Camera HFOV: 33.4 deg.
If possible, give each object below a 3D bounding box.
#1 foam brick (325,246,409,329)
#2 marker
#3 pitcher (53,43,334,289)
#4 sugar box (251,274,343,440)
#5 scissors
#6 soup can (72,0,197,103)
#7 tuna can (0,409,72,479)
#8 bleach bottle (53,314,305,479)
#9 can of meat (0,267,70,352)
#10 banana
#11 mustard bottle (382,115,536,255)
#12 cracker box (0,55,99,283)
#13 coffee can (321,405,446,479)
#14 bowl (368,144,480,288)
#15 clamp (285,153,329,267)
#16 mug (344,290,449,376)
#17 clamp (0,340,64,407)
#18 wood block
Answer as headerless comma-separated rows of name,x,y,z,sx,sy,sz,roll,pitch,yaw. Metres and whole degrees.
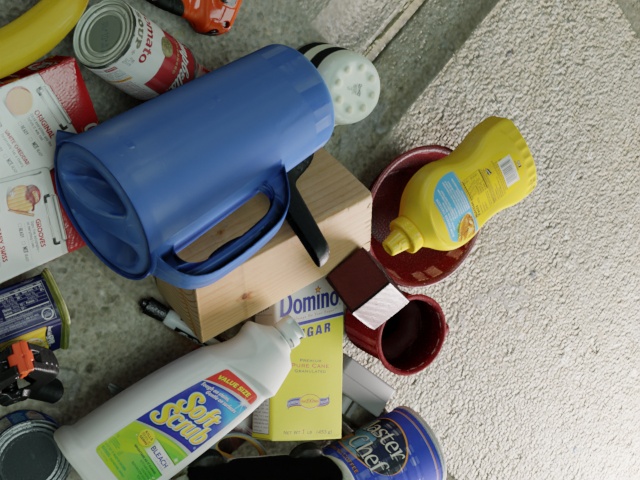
foam brick,0.050,0.051,1.111,0.051,0.053,0.078,-39,155,4
marker,-0.128,0.092,1.081,0.121,0.020,0.020,31,85,-9
pitcher,-0.097,-0.072,0.942,0.242,0.145,0.149,-35,117,-31
sugar box,-0.023,0.121,1.133,0.093,0.048,0.176,5,85,-36
scissors,-0.143,0.216,1.083,0.201,0.016,0.096,23,85,-31
soup can,-0.167,-0.168,0.966,0.102,0.069,0.068,30,85,-60
tuna can,-0.285,0.208,1.032,0.086,0.034,0.086,-8,106,-30
bleach bottle,-0.125,0.151,1.033,0.250,0.068,0.102,-37,114,-14
can of meat,-0.277,0.078,0.966,0.083,0.102,0.057,-22,73,-23
banana,-0.280,-0.170,0.902,0.197,0.037,0.069,-18,98,-11
mustard bottle,0.143,-0.045,1.145,0.191,0.058,0.096,-37,120,-18
cracker box,-0.294,-0.050,0.939,0.213,0.072,0.164,-27,115,-24
coffee can,0.058,0.263,1.212,0.140,0.103,0.103,-24,113,-24
bowl,0.103,-0.030,1.194,0.161,0.055,0.162,-8,106,-30
clamp,-0.050,-0.062,1.037,0.036,0.164,0.209,90,16,-54
mug,0.090,0.095,1.202,0.117,0.082,0.093,0,102,-31
clamp,-0.287,0.132,0.953,0.120,0.172,0.039,-22,74,-22
wood block,-0.057,0.002,1.069,0.205,0.090,0.091,-28,143,-23
